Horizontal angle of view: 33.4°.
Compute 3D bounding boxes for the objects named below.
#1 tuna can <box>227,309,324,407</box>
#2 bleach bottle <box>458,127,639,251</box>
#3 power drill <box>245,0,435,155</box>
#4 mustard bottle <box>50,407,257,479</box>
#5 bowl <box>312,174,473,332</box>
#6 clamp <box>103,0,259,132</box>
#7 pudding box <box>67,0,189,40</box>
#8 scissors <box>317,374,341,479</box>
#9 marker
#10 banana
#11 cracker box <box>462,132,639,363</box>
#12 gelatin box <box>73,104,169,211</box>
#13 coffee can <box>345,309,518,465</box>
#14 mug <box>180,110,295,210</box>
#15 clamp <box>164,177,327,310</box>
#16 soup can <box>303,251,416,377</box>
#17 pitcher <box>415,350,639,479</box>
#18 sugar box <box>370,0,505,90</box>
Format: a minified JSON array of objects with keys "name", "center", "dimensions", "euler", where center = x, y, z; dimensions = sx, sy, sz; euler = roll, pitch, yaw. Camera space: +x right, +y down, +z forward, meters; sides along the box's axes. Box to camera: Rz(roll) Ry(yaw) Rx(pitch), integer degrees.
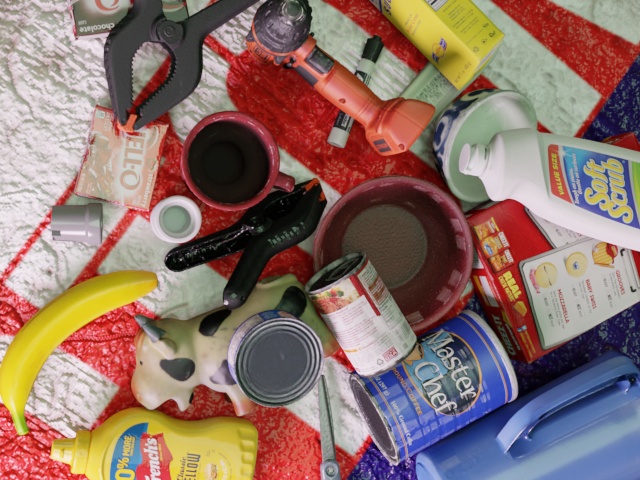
[{"name":"tuna can","center":[-0.042,0.108,0.987],"dimensions":[0.086,0.034,0.086],"euler":[-4,103,-18]},{"name":"bleach bottle","center":[0.257,-0.048,1.051],"dimensions":[0.250,0.068,0.102],"euler":[11,85,-12]},{"name":"power drill","center":[0.016,-0.157,0.997],"dimensions":[0.187,0.184,0.057],"euler":[38,87,-9]},{"name":"mustard bottle","center":[-0.161,0.210,1.025],"dimensions":[0.191,0.058,0.096],"euler":[9,93,-13]},{"name":"bowl","center":[0.069,0.011,1.073],"dimensions":[0.162,0.055,0.162],"euler":[-1,100,-7]},{"name":"clamp","center":[-0.152,-0.204,0.998],"dimensions":[0.164,0.036,0.210],"euler":[30,87,-19]},{"name":"pudding box","center":[-0.188,-0.245,1.025],"dimensions":[0.113,0.039,0.090],"euler":[-12,94,-13]},{"name":"scissors","center":[-0.006,0.246,1.085],"dimensions":[0.096,0.016,0.202],"euler":[-21,95,-13]},{"name":"marker","center":[0.037,-0.154,1.091],"dimensions":[0.020,0.020,0.121],"euler":[22,85,-13]},{"name":"banana","center":[-0.243,0.088,1.017],"dimensions":[0.069,0.037,0.197],"euler":[45,81,-22]},{"name":"cracker box","center":[0.260,0.007,1.120],"dimensions":[0.213,0.072,0.164],"euler":[-27,97,-13]},{"name":"gelatin box","center":[-0.192,-0.079,1.030],"dimensions":[0.073,0.030,0.089],"euler":[14,87,-14]},{"name":"coffee can","center":[0.111,0.146,1.068],"dimensions":[0.140,0.103,0.103],"euler":[-27,96,-12]},{"name":"mug","center":[-0.080,-0.071,1.030],"dimensions":[0.117,0.081,0.093],"euler":[15,87,-12]},{"name":"clamp","center":[-0.057,0.001,1.026],"dimensions":[0.171,0.120,0.039],"euler":[-34,133,-13]},{"name":"soup can","center":[0.039,0.071,1.016],"dimensions":[0.068,0.069,0.102],"euler":[-35,103,-11]},{"name":"pitcher","center":[0.224,0.211,1.080],"dimensions":[0.242,0.145,0.149],"euler":[-23,96,-10]},{"name":"sugar box","center":[0.097,-0.235,1.050],"dimensions":[0.176,0.093,0.048],"euler":[43,79,4]}]
